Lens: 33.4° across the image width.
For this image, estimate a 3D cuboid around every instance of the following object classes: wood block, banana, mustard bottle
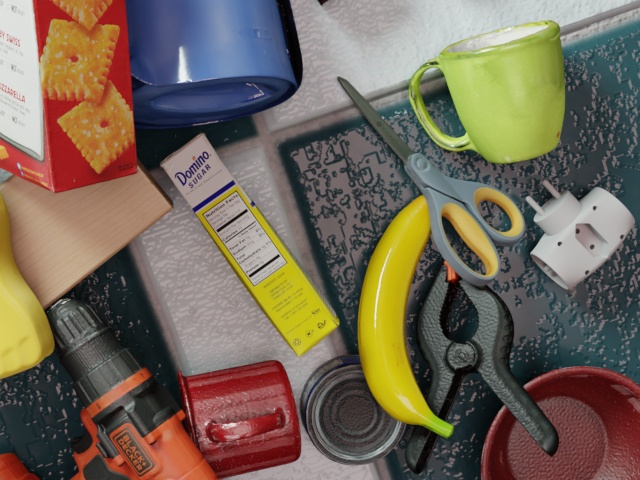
[{"bbox_3d":[-0.219,0.003,0.798,0.206,0.090,0.091,-39,98,-3],"label":"wood block"},{"bbox_3d":[0.063,0.059,0.843,0.069,0.037,0.198,0,74,-5],"label":"banana"},{"bbox_3d":[-0.254,0.003,0.716,0.096,0.058,0.191,-16,97,8],"label":"mustard bottle"}]

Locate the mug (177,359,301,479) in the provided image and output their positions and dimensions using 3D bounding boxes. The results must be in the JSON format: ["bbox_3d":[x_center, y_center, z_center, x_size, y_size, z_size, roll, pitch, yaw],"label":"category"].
[{"bbox_3d":[-0.061,0.138,0.817,0.081,0.117,0.093,-10,85,-11],"label":"mug"}]

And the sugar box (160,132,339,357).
[{"bbox_3d":[-0.056,0.001,0.815,0.048,0.093,0.176,-38,97,-3],"label":"sugar box"}]

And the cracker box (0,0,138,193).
[{"bbox_3d":[-0.191,-0.154,0.679,0.071,0.164,0.214,-18,117,-39],"label":"cracker box"}]

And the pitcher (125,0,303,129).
[{"bbox_3d":[-0.094,-0.208,0.771,0.145,0.149,0.243,-9,85,-4],"label":"pitcher"}]

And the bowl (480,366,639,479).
[{"bbox_3d":[0.204,0.178,0.879,0.162,0.055,0.162,-1,95,-7],"label":"bowl"}]

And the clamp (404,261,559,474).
[{"bbox_3d":[0.109,0.102,0.847,0.120,0.039,0.171,-19,66,12],"label":"clamp"}]

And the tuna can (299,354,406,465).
[{"bbox_3d":[0.027,0.138,0.866,0.086,0.034,0.086,-1,95,-7],"label":"tuna can"}]

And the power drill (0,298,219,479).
[{"bbox_3d":[-0.184,0.156,0.788,0.188,0.057,0.184,-37,85,28],"label":"power drill"}]

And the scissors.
[{"bbox_3d":[0.096,-0.058,0.862,0.096,0.016,0.202,-22,78,-33],"label":"scissors"}]
